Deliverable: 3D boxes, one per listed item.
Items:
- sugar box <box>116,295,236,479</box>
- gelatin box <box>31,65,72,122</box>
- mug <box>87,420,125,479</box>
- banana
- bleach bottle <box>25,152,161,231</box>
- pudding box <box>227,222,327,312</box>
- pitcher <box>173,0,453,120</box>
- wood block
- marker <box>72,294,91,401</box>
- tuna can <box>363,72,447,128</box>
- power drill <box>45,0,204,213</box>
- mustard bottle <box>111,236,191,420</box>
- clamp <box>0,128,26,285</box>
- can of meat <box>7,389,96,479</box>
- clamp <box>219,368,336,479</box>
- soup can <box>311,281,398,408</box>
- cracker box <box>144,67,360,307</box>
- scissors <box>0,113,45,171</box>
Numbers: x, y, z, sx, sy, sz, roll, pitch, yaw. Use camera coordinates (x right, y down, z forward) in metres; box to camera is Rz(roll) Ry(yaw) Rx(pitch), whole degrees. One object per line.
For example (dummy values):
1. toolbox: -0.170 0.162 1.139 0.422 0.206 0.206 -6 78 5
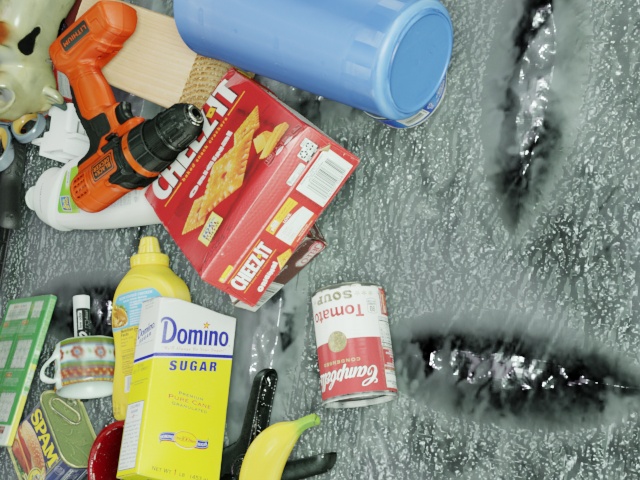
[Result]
1. sugar box: -0.136 0.149 1.034 0.048 0.093 0.176 -20 58 47
2. gelatin box: -0.341 -0.201 1.321 0.073 0.030 0.089 -20 70 33
3. mug: -0.168 0.238 1.073 0.117 0.081 0.093 47 110 34
4. banana: -0.043 0.248 0.971 0.070 0.037 0.198 10 104 24
5. bleach bottle: -0.246 -0.064 1.204 0.251 0.068 0.102 -3 77 40
6. pudding box: -0.057 0.001 1.060 0.114 0.039 0.090 -41 57 21
7. pitcher: -0.008 -0.202 0.949 0.243 0.149 0.145 27 97 33
8. wood block: -0.175 -0.196 1.155 0.206 0.090 0.091 25 97 38
9. marker: -0.270 0.123 1.213 0.020 0.020 0.121 -15 73 35
10. tuna can: 0.073 -0.149 0.990 0.086 0.033 0.086 -8 77 36
11. power drill: -0.201 -0.142 1.069 0.185 0.057 0.188 -30 67 33
12. mustard bottle: -0.178 0.090 1.123 0.096 0.058 0.191 -15 73 36
13. clamp: -0.375 -0.058 1.283 0.165 0.036 0.210 135 140 -54
14. can of meat: -0.299 0.232 1.192 0.084 0.057 0.102 -46 57 25
15. clamp: -0.057 0.222 1.019 0.120 0.039 0.171 43 111 40
16. soup can: 0.030 0.094 0.957 0.069 0.068 0.102 -18 70 34
17. cracker box: -0.075 -0.058 1.006 0.164 0.072 0.214 -54 32 6
18. scissors: -0.378 -0.159 1.306 0.096 0.016 0.202 -29 42 12
